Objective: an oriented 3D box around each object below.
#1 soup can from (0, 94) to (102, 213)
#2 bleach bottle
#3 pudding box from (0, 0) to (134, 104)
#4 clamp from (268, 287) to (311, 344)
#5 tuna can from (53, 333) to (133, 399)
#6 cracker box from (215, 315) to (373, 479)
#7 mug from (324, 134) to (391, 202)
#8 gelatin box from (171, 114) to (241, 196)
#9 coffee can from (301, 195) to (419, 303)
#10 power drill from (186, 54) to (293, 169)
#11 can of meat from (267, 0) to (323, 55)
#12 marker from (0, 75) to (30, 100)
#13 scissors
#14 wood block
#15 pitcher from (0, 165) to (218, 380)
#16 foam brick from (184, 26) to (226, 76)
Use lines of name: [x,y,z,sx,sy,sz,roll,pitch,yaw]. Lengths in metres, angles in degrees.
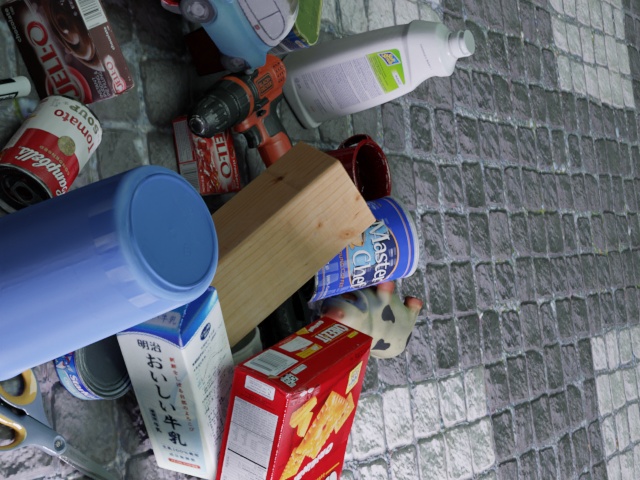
soup can: [-0.249,-0.076,0.967,0.068,0.069,0.102,56,41,-33]
bleach bottle: [0.073,-0.209,1.309,0.102,0.251,0.068,57,41,-32]
pudding box: [-0.234,-0.180,0.991,0.039,0.090,0.113,-41,116,-54]
clamp: [-0.027,0.117,1.215,0.120,0.039,0.171,55,28,-56]
tuna can: [-0.212,0.108,1.012,0.086,0.034,0.086,17,69,-54]
cracker box: [-0.030,0.203,1.081,0.163,0.072,0.214,-24,131,-55]
mug: [0.036,-0.088,1.380,0.093,0.082,0.117,43,50,-43]
gelatin box: [-0.126,-0.095,1.187,0.073,0.030,0.089,-10,92,-57]
coffee can: [0.033,0.010,1.283,0.140,0.103,0.103,-14,95,-24]
power drill: [-0.070,-0.100,1.195,0.184,0.057,0.187,-47,125,-51]
can of meat: [-0.047,-0.276,1.297,0.057,0.084,0.102,31,58,-49]
marker: [-0.305,-0.128,0.938,0.120,0.020,0.020,-25,104,-55]
scissors: [-0.244,0.164,0.969,0.201,0.016,0.096,31,58,-50]
wood block: [-0.058,0.001,1.122,0.206,0.091,0.090,-41,124,-11]
pitcher: [-0.198,0.019,0.862,0.144,0.243,0.149,22,57,-48]
foam brick: [-0.109,-0.227,1.223,0.078,0.053,0.051,-44,119,-52]
